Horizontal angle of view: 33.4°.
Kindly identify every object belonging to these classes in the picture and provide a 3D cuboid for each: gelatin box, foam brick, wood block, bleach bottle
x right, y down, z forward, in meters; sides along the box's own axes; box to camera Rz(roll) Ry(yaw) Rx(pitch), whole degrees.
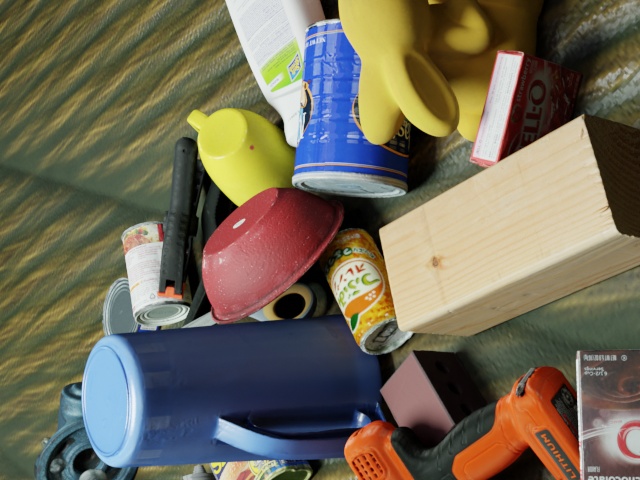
[{"bbox_3d":[0.159,-0.094,0.818,0.030,0.073,0.089,19,98,50],"label":"gelatin box"},{"bbox_3d":[0.096,0.136,0.869,0.051,0.052,0.078,-54,48,29],"label":"foam brick"},{"bbox_3d":[0.151,-0.004,0.799,0.207,0.090,0.091,-30,63,43],"label":"wood block"},{"bbox_3d":[-0.032,-0.182,1.071,0.103,0.067,0.251,-38,59,40],"label":"bleach bottle"}]

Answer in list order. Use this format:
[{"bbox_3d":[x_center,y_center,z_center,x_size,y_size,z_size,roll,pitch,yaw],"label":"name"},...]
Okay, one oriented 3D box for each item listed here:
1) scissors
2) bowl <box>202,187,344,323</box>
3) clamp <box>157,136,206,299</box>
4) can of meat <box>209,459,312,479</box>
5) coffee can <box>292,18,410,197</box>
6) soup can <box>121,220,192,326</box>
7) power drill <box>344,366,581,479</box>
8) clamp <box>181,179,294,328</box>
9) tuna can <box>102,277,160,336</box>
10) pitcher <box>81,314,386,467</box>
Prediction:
[{"bbox_3d":[-0.081,0.080,1.053,0.202,0.016,0.096,-42,57,11],"label":"scissors"},{"bbox_3d":[-0.056,0.001,0.987,0.162,0.055,0.162,-37,18,14],"label":"bowl"},{"bbox_3d":[-0.150,-0.023,1.163,0.039,0.120,0.171,10,91,6],"label":"clamp"},{"bbox_3d":[-0.061,0.217,1.037,0.102,0.057,0.084,-56,49,32],"label":"can of meat"},{"bbox_3d":[0.031,-0.115,0.951,0.103,0.102,0.140,-1,82,50],"label":"coffee can"},{"bbox_3d":[-0.184,0.038,1.208,0.069,0.068,0.102,-34,59,42],"label":"soup can"},{"bbox_3d":[0.128,0.190,0.787,0.188,0.057,0.184,-36,89,31],"label":"power drill"},{"bbox_3d":[-0.082,0.010,1.114,0.165,0.036,0.210,-1,82,44],"label":"clamp"},{"bbox_3d":[-0.224,0.088,1.272,0.086,0.033,0.086,-11,75,49],"label":"tuna can"},{"bbox_3d":[-0.070,0.135,0.917,0.149,0.242,0.145,-35,61,48],"label":"pitcher"}]
